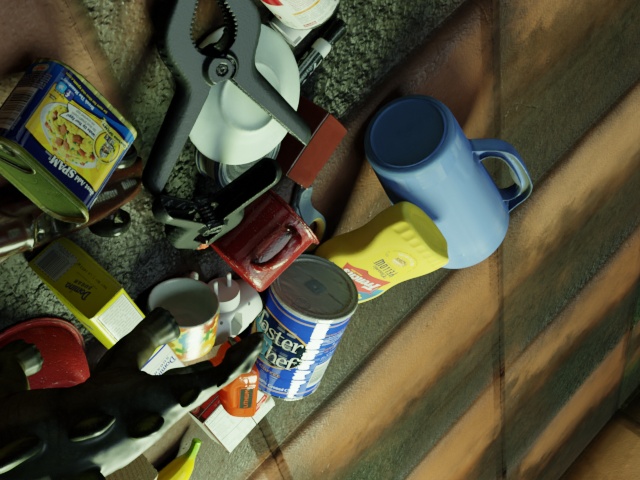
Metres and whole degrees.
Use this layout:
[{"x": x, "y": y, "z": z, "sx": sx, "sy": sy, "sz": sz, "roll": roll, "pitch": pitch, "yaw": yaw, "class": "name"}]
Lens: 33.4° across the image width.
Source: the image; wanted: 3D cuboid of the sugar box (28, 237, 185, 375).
[{"x": -0.192, "y": 0.073, "z": 0.983, "sx": 0.048, "sy": 0.093, "sz": 0.176, "roll": -45, "pitch": 149, "yaw": -16, "class": "sugar box"}]

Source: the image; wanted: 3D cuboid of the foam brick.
[{"x": -0.020, "y": -0.103, "z": 1.092, "sx": 0.078, "sy": 0.053, "sz": 0.051, "roll": -55, "pitch": 151, "yaw": 4, "class": "foam brick"}]

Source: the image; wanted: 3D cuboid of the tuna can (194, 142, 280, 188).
[{"x": -0.079, "y": -0.090, "z": 1.038, "sx": 0.086, "sy": 0.034, "sz": 0.086, "roll": -36, "pitch": 146, "yaw": -29, "class": "tuna can"}]

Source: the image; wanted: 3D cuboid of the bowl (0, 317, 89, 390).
[{"x": -0.270, "y": 0.153, "z": 0.992, "sx": 0.161, "sy": 0.055, "sz": 0.162, "roll": -37, "pitch": 147, "yaw": -29, "class": "bowl"}]

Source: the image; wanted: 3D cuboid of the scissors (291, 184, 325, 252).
[{"x": -0.009, "y": -0.051, "z": 1.200, "sx": 0.096, "sy": 0.016, "sz": 0.202, "roll": -13, "pitch": 132, "yaw": -52, "class": "scissors"}]

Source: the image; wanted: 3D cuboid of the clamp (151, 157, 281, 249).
[{"x": -0.113, "y": -0.024, "z": 0.990, "sx": 0.120, "sy": 0.039, "sz": 0.172, "roll": -13, "pitch": 164, "yaw": -25, "class": "clamp"}]

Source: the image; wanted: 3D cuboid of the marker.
[{"x": -0.015, "y": -0.172, "z": 1.060, "sx": 0.121, "sy": 0.020, "sz": 0.020, "roll": -51, "pitch": 151, "yaw": -6, "class": "marker"}]

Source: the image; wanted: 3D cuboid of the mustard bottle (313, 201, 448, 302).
[{"x": 0.048, "y": 0.028, "z": 1.258, "sx": 0.192, "sy": 0.058, "sz": 0.096, "roll": -27, "pitch": 132, "yaw": 27, "class": "mustard bottle"}]

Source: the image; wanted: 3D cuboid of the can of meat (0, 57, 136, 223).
[{"x": -0.200, "y": -0.077, "z": 0.813, "sx": 0.102, "sy": 0.058, "sz": 0.084, "roll": 48, "pitch": 60, "yaw": -39, "class": "can of meat"}]

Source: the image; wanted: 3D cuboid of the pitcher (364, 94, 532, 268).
[{"x": 0.149, "y": -0.075, "z": 1.287, "sx": 0.149, "sy": 0.145, "sz": 0.242, "roll": -58, "pitch": 149, "yaw": -11, "class": "pitcher"}]

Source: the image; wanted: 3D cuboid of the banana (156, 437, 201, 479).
[{"x": -0.219, "y": 0.302, "z": 1.250, "sx": 0.197, "sy": 0.037, "sz": 0.069, "roll": -30, "pitch": 125, "yaw": -39, "class": "banana"}]

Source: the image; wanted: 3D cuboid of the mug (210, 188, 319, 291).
[{"x": -0.057, "y": 0.001, "z": 1.091, "sx": 0.081, "sy": 0.117, "sz": 0.093, "roll": -45, "pitch": 120, "yaw": -7, "class": "mug"}]

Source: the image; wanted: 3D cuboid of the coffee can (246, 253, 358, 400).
[{"x": -0.027, "y": 0.100, "z": 1.225, "sx": 0.102, "sy": 0.103, "sz": 0.140, "roll": -24, "pitch": 148, "yaw": -42, "class": "coffee can"}]

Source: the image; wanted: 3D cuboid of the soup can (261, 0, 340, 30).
[{"x": -0.030, "y": -0.234, "z": 0.924, "sx": 0.068, "sy": 0.069, "sz": 0.102, "roll": -55, "pitch": 152, "yaw": 1, "class": "soup can"}]

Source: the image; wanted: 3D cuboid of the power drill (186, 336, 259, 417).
[{"x": -0.161, "y": 0.185, "z": 1.143, "sx": 0.187, "sy": 0.057, "sz": 0.184, "roll": -20, "pitch": 146, "yaw": -23, "class": "power drill"}]

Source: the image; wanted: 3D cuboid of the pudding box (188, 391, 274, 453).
[{"x": -0.108, "y": 0.200, "z": 1.298, "sx": 0.090, "sy": 0.039, "sz": 0.113, "roll": -46, "pitch": 148, "yaw": -14, "class": "pudding box"}]

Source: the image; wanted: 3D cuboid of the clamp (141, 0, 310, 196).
[{"x": -0.098, "y": -0.143, "z": 0.911, "sx": 0.164, "sy": 0.036, "sz": 0.210, "roll": -27, "pitch": 126, "yaw": -19, "class": "clamp"}]
